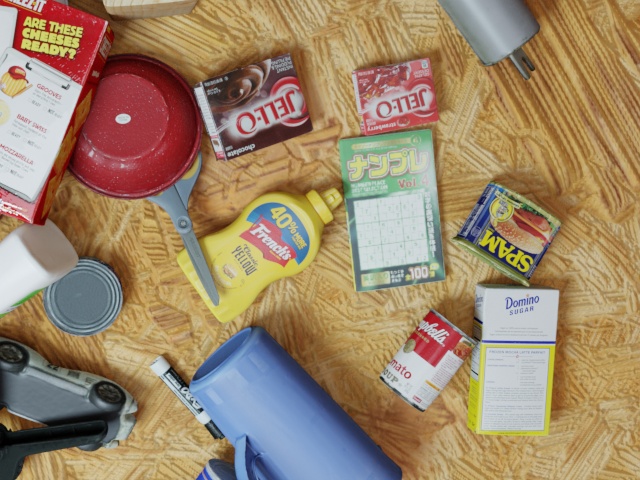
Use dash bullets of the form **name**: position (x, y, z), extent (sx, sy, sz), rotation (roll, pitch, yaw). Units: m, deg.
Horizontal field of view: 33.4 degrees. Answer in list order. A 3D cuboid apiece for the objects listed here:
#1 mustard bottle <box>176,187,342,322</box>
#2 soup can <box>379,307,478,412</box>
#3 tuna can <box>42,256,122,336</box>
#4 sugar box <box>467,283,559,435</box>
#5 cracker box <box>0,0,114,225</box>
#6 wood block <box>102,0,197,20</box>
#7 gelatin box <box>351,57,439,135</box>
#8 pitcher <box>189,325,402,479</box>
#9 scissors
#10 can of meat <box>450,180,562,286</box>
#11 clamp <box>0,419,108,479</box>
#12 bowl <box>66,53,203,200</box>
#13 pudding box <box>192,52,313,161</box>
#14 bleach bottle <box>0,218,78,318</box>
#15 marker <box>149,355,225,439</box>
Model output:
- **mustard bottle**: position (-0.058, 0.002, 1.189), extent (0.191, 0.058, 0.096), rotation (-35, 95, -3)
- **soup can**: position (0.124, 0.138, 1.232), extent (0.068, 0.068, 0.102), rotation (38, 91, -12)
- **tuna can**: position (-0.261, 0.061, 1.177), extent (0.086, 0.034, 0.086), rotation (-1, 98, -9)
- **sugar box**: position (0.227, 0.140, 1.261), extent (0.093, 0.048, 0.176), rotation (3, 94, -9)
- **cracker box**: position (-0.320, -0.141, 1.065), extent (0.164, 0.072, 0.214), rotation (20, 87, -3)
- **wood block**: position (-0.173, -0.272, 1.057), extent (0.090, 0.206, 0.091), rotation (-7, 100, -8)
- **gelatin box**: position (0.085, -0.162, 1.202), extent (0.089, 0.030, 0.073), rotation (-11, 100, -7)
- **pitcher**: position (-0.036, 0.221, 1.183), extent (0.145, 0.149, 0.243), rotation (-41, 99, -2)
- **scissors**: position (-0.138, -0.035, 1.163), extent (0.096, 0.016, 0.202), rotation (-38, 83, -12)
- **can of meat**: position (0.216, -0.009, 1.232), extent (0.102, 0.057, 0.084), rotation (31, 89, -12)
- **clamp**: position (-0.353, 0.206, 1.139), extent (0.210, 0.036, 0.164), rotation (-35, 115, 23)
- **bowl**: position (-0.206, -0.126, 1.131), extent (0.162, 0.055, 0.162), rotation (0, 85, -5)
- **pudding box**: position (-0.073, -0.145, 1.164), extent (0.113, 0.039, 0.090), rotation (-22, 100, -20)
- **bleach bottle**: position (-0.378, 0.077, 1.127), extent (0.251, 0.102, 0.068), rotation (-36, 94, 14)
- **marker**: position (-0.149, 0.182, 1.219), extent (0.020, 0.020, 0.121), rotation (-40, 102, -2)
